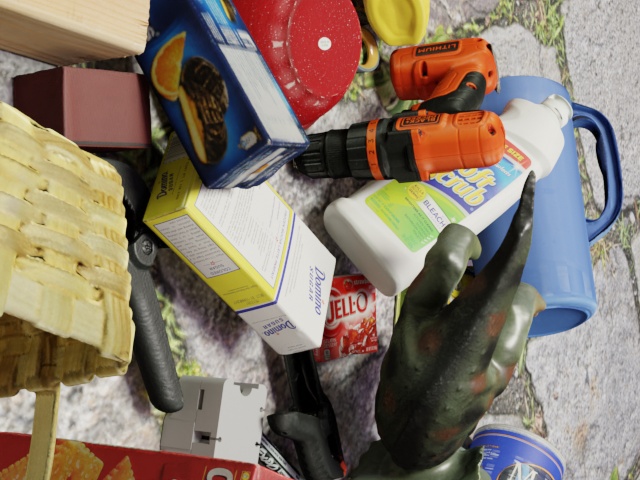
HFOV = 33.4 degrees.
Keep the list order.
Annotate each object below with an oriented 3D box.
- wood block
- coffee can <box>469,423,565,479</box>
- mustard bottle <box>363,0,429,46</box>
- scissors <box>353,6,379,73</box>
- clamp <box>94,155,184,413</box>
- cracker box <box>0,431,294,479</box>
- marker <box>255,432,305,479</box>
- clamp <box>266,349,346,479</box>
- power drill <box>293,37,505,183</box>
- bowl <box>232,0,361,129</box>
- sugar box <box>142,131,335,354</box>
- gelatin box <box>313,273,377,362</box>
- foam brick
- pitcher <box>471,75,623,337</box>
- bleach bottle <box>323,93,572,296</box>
[{"bbox_3d":[-0.206,-0.175,0.634,0.205,0.090,0.091,11,81,-52],"label":"wood block"},{"bbox_3d":[0.185,0.277,1.106,0.102,0.103,0.140,56,48,-34],"label":"coffee can"},{"bbox_3d":[0.083,-0.283,1.015,0.096,0.058,0.191,66,30,-50],"label":"mustard bottle"},{"bbox_3d":[0.000,-0.192,0.957,0.201,0.016,0.096,-22,106,-50],"label":"scissors"},{"bbox_3d":[-0.135,0.017,0.758,0.209,0.036,0.164,42,52,-45],"label":"clamp"},{"bbox_3d":[-0.076,0.172,0.629,0.164,0.214,0.072,34,63,-46],"label":"cracker box"},{"bbox_3d":[-0.047,0.173,0.883,0.121,0.020,0.020,55,49,-35],"label":"marker"},{"bbox_3d":[-0.011,0.153,0.882,0.120,0.039,0.171,-73,151,-51],"label":"clamp"},{"bbox_3d":[0.081,-0.114,0.956,0.187,0.185,0.057,-66,148,-52],"label":"power drill"},{"bbox_3d":[-0.015,-0.166,0.890,0.161,0.055,0.162,-9,102,-47],"label":"bowl"},{"bbox_3d":[-0.056,0.001,0.805,0.176,0.048,0.093,52,36,-38],"label":"sugar box"},{"bbox_3d":[0.016,0.068,0.956,0.089,0.030,0.073,-2,90,-52],"label":"gelatin box"},{"bbox_3d":[-0.160,-0.086,0.720,0.078,0.053,0.051,-5,93,-53],"label":"foam brick"},{"bbox_3d":[0.212,-0.033,1.065,0.144,0.149,0.243,18,57,-44],"label":"pitcher"},{"bbox_3d":[0.128,-0.060,0.974,0.250,0.068,0.102,-38,81,-18],"label":"bleach bottle"}]
